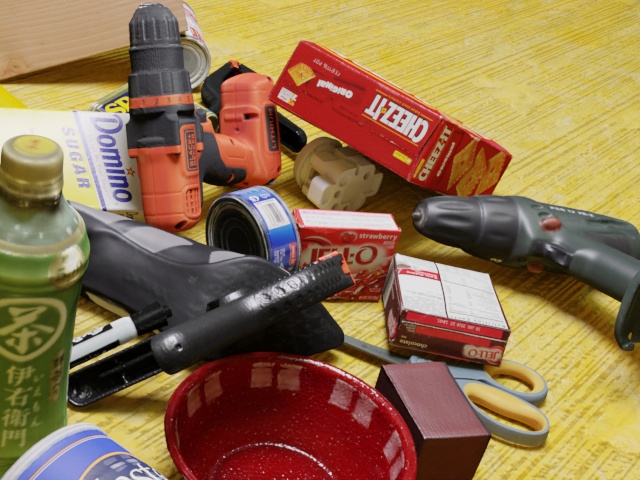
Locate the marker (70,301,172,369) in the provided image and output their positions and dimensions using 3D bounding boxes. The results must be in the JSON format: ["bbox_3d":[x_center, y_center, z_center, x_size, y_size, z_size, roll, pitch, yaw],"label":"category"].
[{"bbox_3d":[-0.157,0.072,0.728,0.121,0.020,0.020,-24,45,-18],"label":"marker"}]

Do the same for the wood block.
[{"bbox_3d":[-0.251,-0.246,1.097,0.206,0.091,0.090,-17,38,-9],"label":"wood block"}]

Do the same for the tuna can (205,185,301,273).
[{"bbox_3d":[-0.056,0.001,0.858,0.033,0.086,0.086,-17,44,-39],"label":"tuna can"}]

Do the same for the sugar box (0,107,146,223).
[{"bbox_3d":[-0.230,-0.061,0.885,0.176,0.048,0.093,-1,71,-20],"label":"sugar box"}]

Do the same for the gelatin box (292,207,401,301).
[{"bbox_3d":[0.014,0.013,0.879,0.089,0.073,0.030,3,34,-19],"label":"gelatin box"}]

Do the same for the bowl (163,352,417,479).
[{"bbox_3d":[-0.023,0.142,0.679,0.162,0.055,0.162,11,32,-7],"label":"bowl"}]

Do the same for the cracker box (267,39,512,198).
[{"bbox_3d":[0.074,-0.107,1.019,0.164,0.072,0.213,32,8,25],"label":"cracker box"}]

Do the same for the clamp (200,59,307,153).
[{"bbox_3d":[-0.074,-0.138,1.113,0.120,0.039,0.171,11,36,-8],"label":"clamp"}]

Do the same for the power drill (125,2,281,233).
[{"bbox_3d":[-0.101,-0.107,0.919,0.057,0.184,0.187,0,8,25],"label":"power drill"}]

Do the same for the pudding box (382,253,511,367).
[{"bbox_3d":[0.100,0.055,0.868,0.090,0.039,0.113,13,23,-5],"label":"pudding box"}]

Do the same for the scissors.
[{"bbox_3d":[0.093,0.096,0.838,0.202,0.016,0.096,29,33,22],"label":"scissors"}]

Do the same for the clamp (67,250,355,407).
[{"bbox_3d":[-0.056,0.052,0.701,0.209,0.165,0.036,-23,90,-29],"label":"clamp"}]

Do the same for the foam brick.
[{"bbox_3d":[0.073,0.129,0.743,0.051,0.053,0.078,0,34,-23],"label":"foam brick"}]
